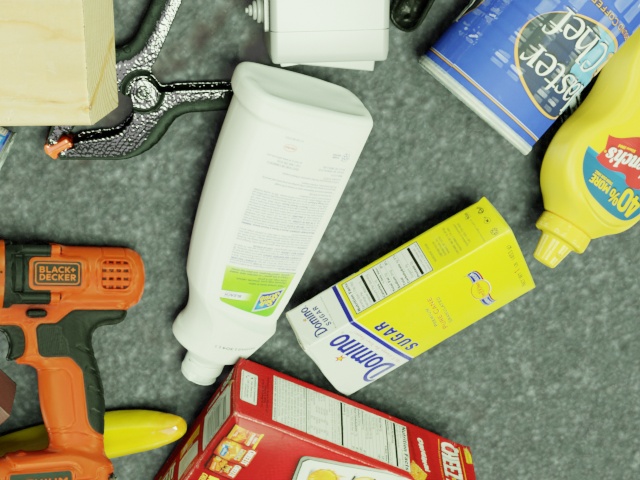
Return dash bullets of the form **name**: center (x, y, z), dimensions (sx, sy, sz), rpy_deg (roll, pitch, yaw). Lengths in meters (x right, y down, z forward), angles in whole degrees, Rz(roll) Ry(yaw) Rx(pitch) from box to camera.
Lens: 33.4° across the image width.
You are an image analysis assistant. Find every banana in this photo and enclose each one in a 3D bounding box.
- **banana**: center (-0.204, 0.165, 0.827), dimensions (0.197, 0.070, 0.037), rpy_deg (-14, 106, -16)

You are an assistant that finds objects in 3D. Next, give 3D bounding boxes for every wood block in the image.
- **wood block**: center (-0.242, -0.122, 0.682), dimensions (0.206, 0.091, 0.090), rpy_deg (0, 105, 1)

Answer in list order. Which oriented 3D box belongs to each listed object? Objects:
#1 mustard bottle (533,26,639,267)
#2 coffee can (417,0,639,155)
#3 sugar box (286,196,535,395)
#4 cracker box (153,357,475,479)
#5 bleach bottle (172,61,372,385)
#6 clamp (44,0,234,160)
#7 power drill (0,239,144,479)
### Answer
- **mustard bottle**: center (0.217, -0.064, 0.789), dimensions (0.096, 0.058, 0.191), rpy_deg (33, 91, -32)
- **coffee can**: center (0.152, -0.145, 0.745), dimensions (0.102, 0.103, 0.140), rpy_deg (37, 101, -19)
- **sugar box**: center (0.071, 0.046, 0.817), dimensions (0.176, 0.048, 0.093), rpy_deg (-33, 141, 3)
- **cracker box**: center (-0.008, 0.199, 0.850), dimensions (0.213, 0.072, 0.164), rpy_deg (23, 123, -17)
- **bleach bottle**: center (-0.055, 0.001, 0.777), dimensions (0.102, 0.068, 0.251), rpy_deg (10, 120, -28)
- **clamp**: center (-0.115, -0.104, 0.756), dimensions (0.171, 0.039, 0.120), rpy_deg (-40, 106, 10)
- **power drill**: center (-0.217, 0.092, 0.759), dimensions (0.184, 0.057, 0.187), rpy_deg (1, 84, -19)
